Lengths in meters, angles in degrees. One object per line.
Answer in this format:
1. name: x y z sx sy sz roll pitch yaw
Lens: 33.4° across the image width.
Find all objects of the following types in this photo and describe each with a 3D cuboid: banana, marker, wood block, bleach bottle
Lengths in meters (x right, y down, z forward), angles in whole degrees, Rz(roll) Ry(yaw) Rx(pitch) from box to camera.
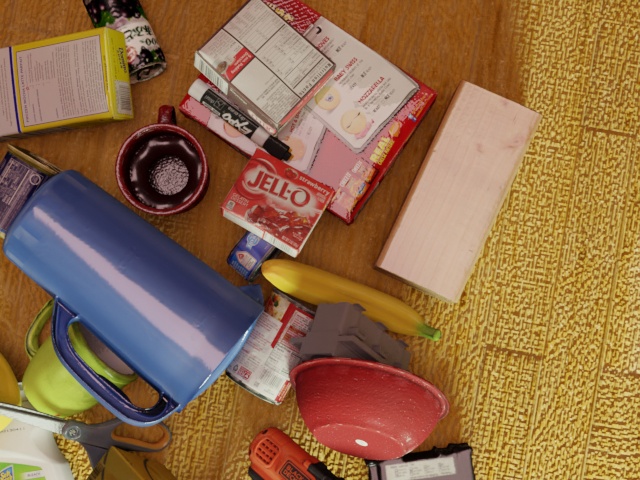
1. banana: 0.028 0.057 1.092 0.197 0.070 0.037 20 78 -12
2. marker: -0.079 -0.118 1.064 0.121 0.020 0.020 37 88 3
3. wood block: 0.137 -0.047 1.092 0.090 0.091 0.206 25 88 2
4. bleach bottle: -0.287 0.269 1.096 0.102 0.068 0.251 -9 85 1

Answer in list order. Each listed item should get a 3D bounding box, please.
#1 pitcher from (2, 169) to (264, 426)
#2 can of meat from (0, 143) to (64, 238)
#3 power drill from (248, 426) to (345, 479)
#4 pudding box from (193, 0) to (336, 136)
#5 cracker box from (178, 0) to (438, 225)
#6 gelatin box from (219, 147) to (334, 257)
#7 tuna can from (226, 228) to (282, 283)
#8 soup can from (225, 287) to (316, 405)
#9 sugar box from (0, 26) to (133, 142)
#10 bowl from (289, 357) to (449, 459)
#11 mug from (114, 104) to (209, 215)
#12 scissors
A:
1. pitcher: -0.189 0.052 1.030 0.243 0.149 0.145 39 112 0
2. can of meat: -0.306 -0.046 1.093 0.057 0.102 0.084 31 90 1
3. power drill: -0.038 0.309 1.069 0.185 0.057 0.187 36 87 28
4. pudding box: -0.055 -0.173 1.050 0.113 0.039 0.090 42 76 2
5. cracker box: -0.012 -0.140 1.109 0.214 0.072 0.164 34 88 3
6. gelatin box: -0.043 -0.038 1.045 0.089 0.030 0.073 30 73 2
7. tuna can: -0.057 0.001 1.094 0.034 0.086 0.086 41 88 4
8. soup can: -0.044 0.109 1.097 0.068 0.068 0.102 30 88 2
9. sugar box: -0.283 -0.158 1.101 0.176 0.048 0.093 -6 89 21
10. bowl: 0.042 0.173 1.043 0.162 0.162 0.055 13 62 1
11. mug: -0.159 -0.081 1.102 0.093 0.081 0.117 -2 87 1
12. scissors: -0.247 0.208 1.073 0.201 0.016 0.096 8 105 -31
